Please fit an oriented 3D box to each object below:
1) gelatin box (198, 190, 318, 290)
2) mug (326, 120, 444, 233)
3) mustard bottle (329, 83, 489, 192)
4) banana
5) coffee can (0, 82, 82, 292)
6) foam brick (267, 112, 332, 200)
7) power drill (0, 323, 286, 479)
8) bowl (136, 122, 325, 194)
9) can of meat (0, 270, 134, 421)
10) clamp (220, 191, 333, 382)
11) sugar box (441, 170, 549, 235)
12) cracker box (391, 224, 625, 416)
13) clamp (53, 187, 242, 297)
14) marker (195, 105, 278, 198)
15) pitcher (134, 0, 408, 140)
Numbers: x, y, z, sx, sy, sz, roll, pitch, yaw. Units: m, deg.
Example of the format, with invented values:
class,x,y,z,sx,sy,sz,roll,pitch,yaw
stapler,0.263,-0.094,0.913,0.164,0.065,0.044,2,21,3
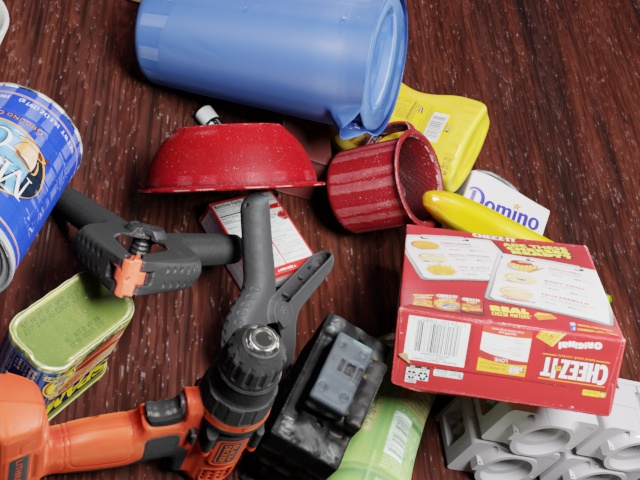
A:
class,x,y,z,sx,sy,sz,roll,pitch,yaw
gelatin box,-0.056,0.001,0.959,0.073,0.030,0.089,-17,64,-39
mug,0.061,-0.062,1.006,0.093,0.082,0.117,39,51,-46
mustard bottle,0.066,-0.118,1.084,0.192,0.058,0.096,20,72,24
banana,0.180,0.001,0.994,0.197,0.037,0.069,28,-1,-4
coffee can,-0.255,-0.039,0.815,0.102,0.103,0.140,27,43,-9
foam brick,-0.023,-0.090,1.044,0.053,0.051,0.078,15,46,-20
power drill,-0.124,0.118,0.716,0.187,0.185,0.057,-1,53,-21
bowl,-0.077,-0.070,0.913,0.161,0.162,0.055,-5,94,-35
can of meat,-0.189,0.077,0.769,0.057,0.084,0.101,42,43,6
clamp,-0.037,0.058,0.887,0.120,0.039,0.171,26,69,-44
sugar box,0.156,0.022,1.036,0.093,0.048,0.176,29,59,-7
cracker box,0.143,0.057,0.863,0.164,0.072,0.213,7,18,4
clamp,-0.147,0.002,0.818,0.164,0.036,0.210,16,10,0
marker,-0.079,-0.080,1.024,0.020,0.020,0.121,-22,67,-43
pitcher,-0.042,-0.192,1.004,0.243,0.145,0.149,12,22,17
